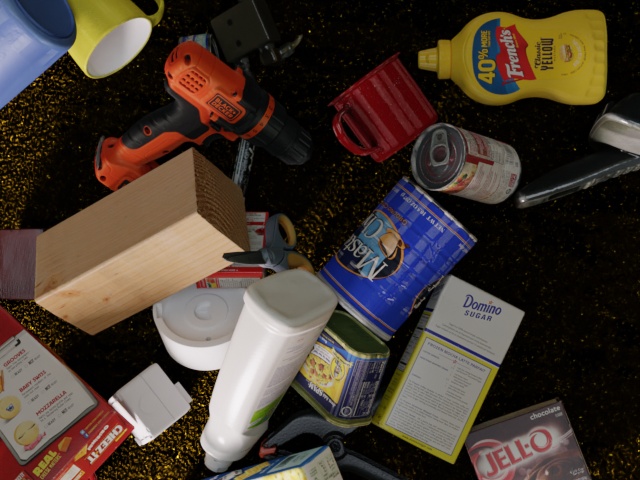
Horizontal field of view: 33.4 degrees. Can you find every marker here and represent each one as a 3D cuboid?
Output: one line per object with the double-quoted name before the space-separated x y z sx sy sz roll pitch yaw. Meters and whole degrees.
"marker" -0.081 -0.093 1.156 0.020 0.020 0.121 12 92 4

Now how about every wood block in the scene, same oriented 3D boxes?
"wood block" -0.183 0.005 1.089 0.206 0.090 0.091 -27 49 20

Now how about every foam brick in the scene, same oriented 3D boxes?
"foam brick" -0.316 0.025 1.159 0.051 0.053 0.078 -2 90 4

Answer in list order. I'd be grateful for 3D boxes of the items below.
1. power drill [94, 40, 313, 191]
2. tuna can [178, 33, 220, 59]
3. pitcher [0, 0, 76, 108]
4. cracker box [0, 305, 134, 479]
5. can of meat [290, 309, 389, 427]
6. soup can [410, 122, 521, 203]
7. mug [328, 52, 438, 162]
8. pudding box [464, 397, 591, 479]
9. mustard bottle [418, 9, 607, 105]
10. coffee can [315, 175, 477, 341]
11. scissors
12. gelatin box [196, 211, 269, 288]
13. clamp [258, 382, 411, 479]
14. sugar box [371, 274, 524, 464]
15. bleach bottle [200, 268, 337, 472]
"power drill" -0.125 -0.099 1.098 0.188 0.057 0.184 -36 125 26
"tuna can" -0.124 -0.174 1.123 0.034 0.086 0.086 -8 91 3
"pitcher" -0.368 -0.172 1.078 0.243 0.144 0.149 -31 78 22
"cracker box" -0.325 0.183 1.104 0.214 0.072 0.164 36 75 25
"can of meat" 0.020 0.130 1.106 0.057 0.102 0.084 1 114 -38
"soup can" 0.150 -0.077 1.089 0.069 0.102 0.068 -9 76 43
"mug" 0.061 -0.130 1.103 0.117 0.093 0.081 -39 95 -36
"pudding box" 0.217 0.227 1.133 0.113 0.039 0.090 -21 90 4
"mustard bottle" 0.198 -0.190 1.113 0.191 0.058 0.096 0 90 4
"coffee can" 0.078 0.019 1.105 0.103 0.103 0.140 42 94 2
"scissors" -0.057 0.001 1.080 0.016 0.201 0.096 -24 66 18
"gelatin box" -0.092 0.009 1.131 0.073 0.030 0.089 0 49 4
"clamp" 0.021 0.208 1.148 0.171 0.039 0.120 4 85 -3
"sugar box" 0.133 0.133 1.120 0.093 0.048 0.176 27 83 -7
"bleach bottle" -0.071 0.147 1.093 0.068 0.102 0.251 40 123 22
